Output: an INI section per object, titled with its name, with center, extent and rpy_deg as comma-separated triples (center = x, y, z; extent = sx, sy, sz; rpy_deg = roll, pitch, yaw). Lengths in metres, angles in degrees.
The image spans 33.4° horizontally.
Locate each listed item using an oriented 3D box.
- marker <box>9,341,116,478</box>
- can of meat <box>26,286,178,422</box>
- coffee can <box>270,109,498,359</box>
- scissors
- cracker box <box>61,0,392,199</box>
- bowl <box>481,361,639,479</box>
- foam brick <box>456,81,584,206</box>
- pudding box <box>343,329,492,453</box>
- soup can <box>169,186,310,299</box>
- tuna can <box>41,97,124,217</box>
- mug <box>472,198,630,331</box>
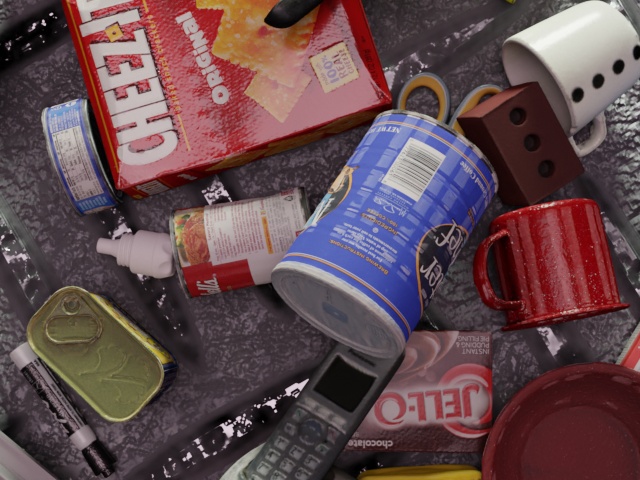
[marker]
center = -0.197, 0.131, 0.820
extent = 0.020, 0.020, 0.121
rpy_deg = -37, 86, 0
[can of meat]
center = -0.157, 0.082, 0.789
extent = 0.102, 0.084, 0.057
rpy_deg = 42, 89, 4
[coffee can]
center = 0.045, -0.004, 0.738
extent = 0.103, 0.103, 0.140
rpy_deg = 32, 70, 4
[scissors]
center = 0.069, -0.043, 0.818
extent = 0.096, 0.016, 0.202
rpy_deg = 35, 88, 2
[cracker box]
center = -0.070, -0.141, 0.805
extent = 0.213, 0.072, 0.164
rpy_deg = -18, 85, 2
[bowl]
center = 0.196, 0.169, 0.780
extent = 0.162, 0.055, 0.162
rpy_deg = 0, 86, 3
[foam brick]
center = 0.147, -0.071, 0.789
extent = 0.053, 0.051, 0.078
rpy_deg = -32, 99, -8
[pudding box]
center = 0.072, 0.111, 0.798
extent = 0.113, 0.039, 0.090
rpy_deg = 0, 86, 3
[soup can]
center = -0.055, 0.001, 0.797
extent = 0.102, 0.068, 0.068
rpy_deg = -11, 86, 1
[tuna can]
center = -0.176, -0.063, 0.799
extent = 0.034, 0.086, 0.086
rpy_deg = -17, 86, 0
[mug]
center = 0.158, 0.019, 0.770
extent = 0.117, 0.093, 0.081
rpy_deg = -6, 80, -27
